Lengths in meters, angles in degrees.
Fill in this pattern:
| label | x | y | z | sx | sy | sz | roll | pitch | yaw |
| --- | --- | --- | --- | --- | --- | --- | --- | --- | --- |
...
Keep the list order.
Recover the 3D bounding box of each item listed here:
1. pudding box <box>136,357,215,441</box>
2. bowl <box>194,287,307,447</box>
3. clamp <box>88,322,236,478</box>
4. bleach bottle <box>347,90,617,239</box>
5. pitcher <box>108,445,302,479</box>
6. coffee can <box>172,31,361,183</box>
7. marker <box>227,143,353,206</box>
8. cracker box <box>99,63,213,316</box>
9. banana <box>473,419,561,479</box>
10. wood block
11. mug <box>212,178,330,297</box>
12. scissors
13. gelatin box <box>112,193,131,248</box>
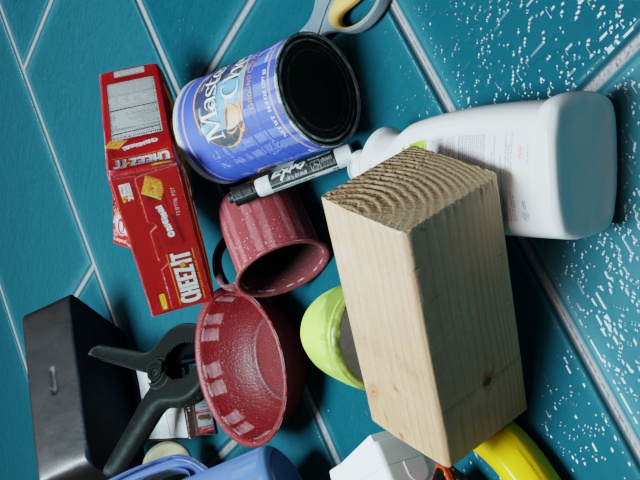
| label | x | y | z | sx | sy | sz | roll | pitch | yaw |
| --- | --- | --- | --- | --- | --- | --- | --- | --- | --- |
| pudding box | -0.170 | 0.186 | 1.243 | 0.114 | 0.039 | 0.090 | -16 | 83 | 55 |
| bowl | -0.062 | 0.122 | 1.068 | 0.162 | 0.055 | 0.162 | 13 | 106 | 51 |
| clamp | -0.178 | 0.144 | 1.179 | 0.210 | 0.036 | 0.165 | -37 | 53 | 19 |
| bleach bottle | 0.105 | -0.059 | 0.808 | 0.251 | 0.067 | 0.102 | 10 | 106 | 55 |
| pitcher | -0.132 | 0.286 | 1.030 | 0.243 | 0.145 | 0.149 | -28 | 91 | 10 |
| coffee can | -0.049 | -0.116 | 0.953 | 0.141 | 0.102 | 0.103 | -15 | 84 | 43 |
| marker | -0.027 | -0.058 | 0.958 | 0.121 | 0.020 | 0.020 | -20 | 76 | 10 |
| cracker box | -0.163 | -0.056 | 1.062 | 0.214 | 0.072 | 0.164 | -111 | 8 | -54 |
| banana | 0.158 | 0.193 | 0.806 | 0.198 | 0.037 | 0.070 | 54 | 149 | 35 |
| wood block | 0.080 | 0.049 | 0.777 | 0.090 | 0.090 | 0.206 | 26 | 138 | 48 |
| mug | -0.057 | 0.001 | 1.007 | 0.117 | 0.093 | 0.081 | -37 | 59 | 24 |
| scissors | -0.009 | -0.205 | 0.965 | 0.202 | 0.016 | 0.096 | -19 | 77 | 49 |
| gelatin box | -0.218 | -0.027 | 1.275 | 0.089 | 0.030 | 0.073 | 15 | 108 | 52 |
